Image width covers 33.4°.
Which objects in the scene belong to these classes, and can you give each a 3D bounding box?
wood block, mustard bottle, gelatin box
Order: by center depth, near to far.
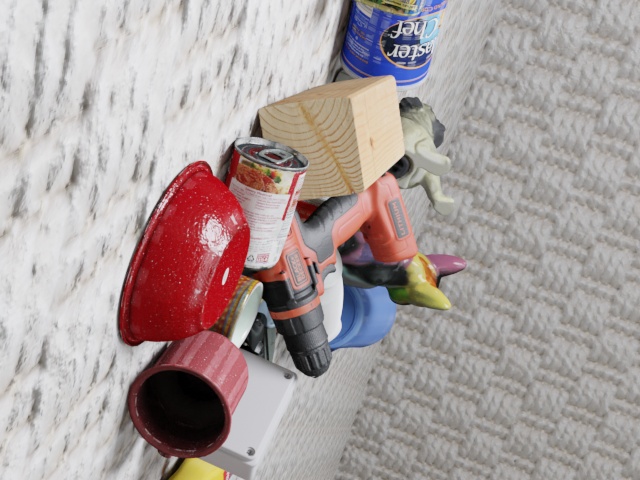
[{"bbox_3d":[0.018,-0.106,1.060,0.206,0.090,0.091,-43,125,-70],"label":"wood block"},{"bbox_3d":[-0.015,-0.036,1.167,0.089,0.073,0.030,-38,148,-73],"label":"gelatin box"},{"bbox_3d":[-0.131,0.266,1.234,0.191,0.058,0.096,-51,162,-63],"label":"mustard bottle"}]

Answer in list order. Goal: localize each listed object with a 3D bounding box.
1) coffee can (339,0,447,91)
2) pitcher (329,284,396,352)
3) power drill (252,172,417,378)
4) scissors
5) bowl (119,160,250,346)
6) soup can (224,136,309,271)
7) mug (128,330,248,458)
[{"bbox_3d":[0.083,-0.248,1.161,0.102,0.103,0.140,-59,166,-46],"label":"coffee can"},{"bbox_3d":[0.039,0.095,1.629,0.242,0.145,0.149,10,70,-78],"label":"pitcher"},{"bbox_3d":[0.017,0.022,1.080,0.187,0.057,0.184,-31,112,-39],"label":"power drill"},{"bbox_3d":[-0.066,0.083,1.134,0.096,0.016,0.202,-19,140,-40],"label":"scissors"},{"bbox_3d":[-0.100,0.020,0.860,0.162,0.055,0.162,22,89,-80],"label":"bowl"},{"bbox_3d":[-0.057,-0.032,0.950,0.068,0.068,0.102,-47,157,-66],"label":"soup can"},{"bbox_3d":[-0.116,0.141,0.947,0.081,0.093,0.117,-61,173,-64],"label":"mug"}]
